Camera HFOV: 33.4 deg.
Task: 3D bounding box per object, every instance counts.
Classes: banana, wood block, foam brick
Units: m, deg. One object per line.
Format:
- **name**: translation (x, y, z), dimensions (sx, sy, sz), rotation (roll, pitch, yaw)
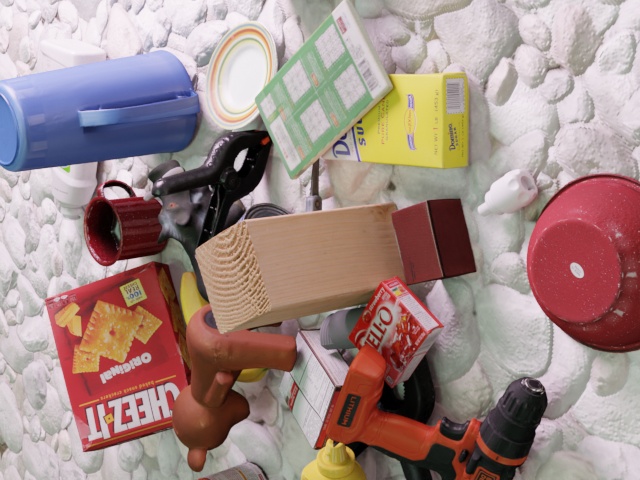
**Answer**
- **banana**: translation (-0.126, 0.120, 1.345), dimensions (0.198, 0.037, 0.070), rotation (41, 97, 32)
- **wood block**: translation (-0.011, 0.025, 1.080), dimensions (0.090, 0.205, 0.091), rotation (-29, 76, 45)
- **foam brick**: translation (0.112, 0.001, 1.060), dimensions (0.053, 0.051, 0.078), rotation (-16, 85, 48)

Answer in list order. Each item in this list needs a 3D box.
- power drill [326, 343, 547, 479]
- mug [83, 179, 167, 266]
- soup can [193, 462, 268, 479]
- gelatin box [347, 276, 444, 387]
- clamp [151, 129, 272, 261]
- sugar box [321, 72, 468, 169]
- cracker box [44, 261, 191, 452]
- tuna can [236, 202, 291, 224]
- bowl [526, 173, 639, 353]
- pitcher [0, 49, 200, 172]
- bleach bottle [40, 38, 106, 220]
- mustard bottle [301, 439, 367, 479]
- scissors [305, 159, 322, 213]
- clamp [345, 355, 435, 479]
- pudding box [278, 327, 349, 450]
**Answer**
- **power drill**: translation (0.110, 0.175, 1.033), dimensions (0.188, 0.057, 0.185), rotation (26, 122, 11)
- **mug**: translation (-0.261, -0.027, 1.427), dimensions (0.093, 0.081, 0.117), rotation (-35, 71, 44)
- **soup can**: translation (-0.120, 0.318, 1.319), dimensions (0.069, 0.102, 0.068), rotation (9, 103, 45)
- **gelatin box**: translation (0.074, 0.093, 1.072), dimensions (0.073, 0.030, 0.089), rotation (48, 132, 24)
- **clamp**: translation (-0.119, -0.073, 1.216), dimensions (0.039, 0.120, 0.171), rotation (15, 64, 36)
- **sugar box**: translation (0.070, -0.124, 1.088), dimensions (0.177, 0.048, 0.093), rotation (8, 102, 44)
- **cracker box**: translation (-0.255, 0.153, 1.402), dimensions (0.164, 0.072, 0.214), rotation (-18, 80, 9)
- **tuna can**: translation (-0.058, 0.001, 1.215), dimensions (0.034, 0.085, 0.086), rotation (-45, 64, 43)
- **bowl**: translation (0.236, 0.023, 0.931), dimensions (0.162, 0.055, 0.162), rotation (9, 103, 45)
- **pitcher**: translation (-0.276, -0.155, 1.303), dimensions (0.145, 0.242, 0.149), rotation (56, 137, 21)
- **bleach bottle**: translation (-0.356, -0.154, 1.522), dimensions (0.103, 0.067, 0.251), rotation (25, 116, 42)
- **mustard bottle**: translation (0.018, 0.293, 1.168), dimensions (0.096, 0.058, 0.192), rotation (33, 135, 44)
- **scissors**: translation (-0.017, -0.030, 1.167), dimensions (0.016, 0.096, 0.202), rotation (-2, 98, 35)
- **clamp**: translation (0.071, 0.190, 1.145), dimensions (0.165, 0.036, 0.210), rotation (14, 108, 47)
- **pudding box**: translation (-0.002, 0.165, 1.196), dimensions (0.114, 0.039, 0.090), rotation (52, 130, 49)
